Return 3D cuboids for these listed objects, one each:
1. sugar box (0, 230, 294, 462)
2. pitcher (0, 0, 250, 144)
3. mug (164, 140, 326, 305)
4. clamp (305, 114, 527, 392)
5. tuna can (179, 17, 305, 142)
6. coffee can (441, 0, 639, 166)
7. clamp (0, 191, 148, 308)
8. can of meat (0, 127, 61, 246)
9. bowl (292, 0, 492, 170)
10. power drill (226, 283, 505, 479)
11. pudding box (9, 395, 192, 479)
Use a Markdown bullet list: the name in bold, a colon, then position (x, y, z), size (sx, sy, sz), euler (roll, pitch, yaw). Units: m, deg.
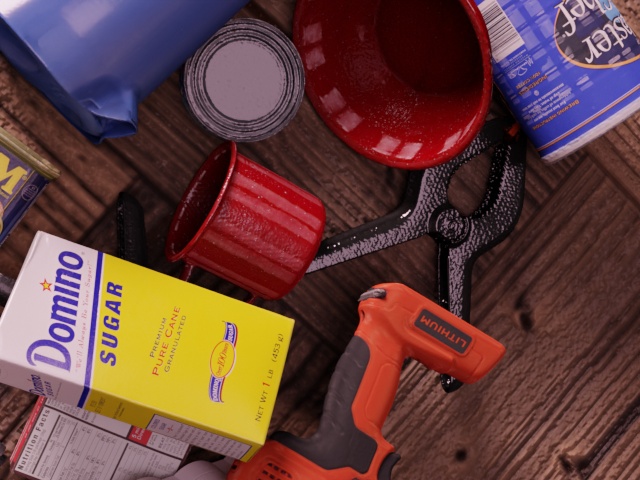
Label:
- **sugar box**: position (-0.112, 0.067, 0.676), size (0.176, 0.048, 0.093), euler (21, 57, -12)
- **pitcher**: position (-0.108, -0.193, 0.692), size (0.242, 0.145, 0.149), euler (-43, 116, -11)
- **mug**: position (-0.055, 0.001, 0.736), size (0.081, 0.093, 0.117), euler (28, 82, -21)
- **clamp**: position (0.097, -0.001, 0.803), size (0.164, 0.036, 0.210), euler (43, 81, -14)
- **tuna can**: position (-0.056, -0.112, 0.753), size (0.086, 0.034, 0.086), euler (-2, 96, -15)
- **coffee can**: position (0.165, -0.139, 0.760), size (0.102, 0.103, 0.140), euler (-34, 91, -9)
- **clamp**: position (-0.145, 0.062, 0.720), size (0.120, 0.039, 0.171), euler (-25, 83, -18)
- **can of meat**: position (-0.237, -0.042, 0.701), size (0.102, 0.057, 0.084), euler (38, 88, -15)
- **bowl**: position (0.059, -0.133, 0.741), size (0.055, 0.162, 0.162), euler (-37, 106, -42)
- **power drill**: position (0.053, 0.138, 0.731), size (0.184, 0.057, 0.187), euler (33, 73, -10)
- **pudding box**: position (-0.149, 0.138, 0.752), size (0.113, 0.039, 0.090), euler (26, 89, -14)
